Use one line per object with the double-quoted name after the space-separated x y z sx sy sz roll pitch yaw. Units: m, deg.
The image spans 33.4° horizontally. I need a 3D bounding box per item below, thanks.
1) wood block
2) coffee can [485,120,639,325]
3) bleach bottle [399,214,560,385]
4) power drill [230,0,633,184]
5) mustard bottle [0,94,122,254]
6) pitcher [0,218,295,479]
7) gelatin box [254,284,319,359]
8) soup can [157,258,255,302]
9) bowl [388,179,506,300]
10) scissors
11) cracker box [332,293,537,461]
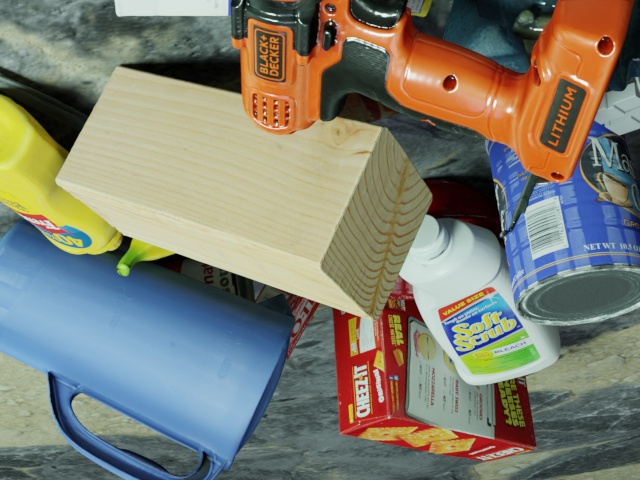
-0.049 -0.033 0.663 0.206 0.091 0.090 17 164 31 "wood block"
0.182 -0.022 0.778 0.103 0.140 0.103 -4 154 -2 "coffee can"
0.118 0.046 0.871 0.103 0.068 0.250 -17 150 21 "bleach bottle"
0.047 -0.108 0.508 0.188 0.057 0.184 17 145 10 "power drill"
-0.192 -0.036 0.755 0.096 0.058 0.191 19 166 25 "mustard bottle"
-0.153 0.085 0.851 0.243 0.149 0.145 24 111 1 "pitcher"
-0.026 0.053 0.959 0.030 0.089 0.073 24 161 22 "gelatin box"
-0.115 0.049 0.954 0.102 0.068 0.068 -10 154 9 "soup can"
0.089 -0.006 0.892 0.162 0.055 0.162 -4 154 -2 "bowl"
-0.162 -0.067 0.765 0.201 0.016 0.096 15 148 -35 "scissors"
0.107 0.115 1.022 0.213 0.164 0.072 20 147 -41 "cracker box"
